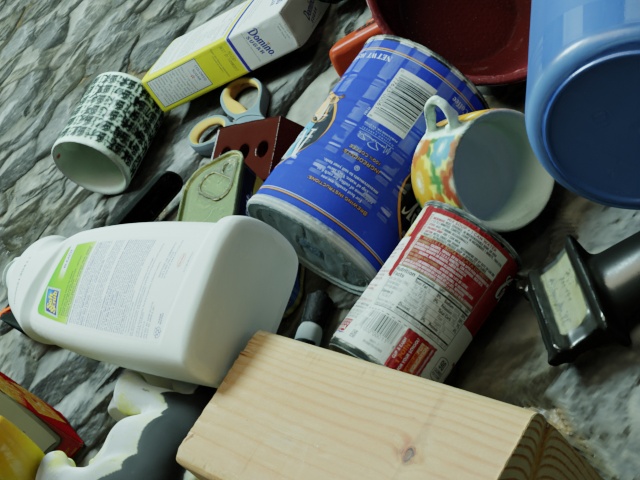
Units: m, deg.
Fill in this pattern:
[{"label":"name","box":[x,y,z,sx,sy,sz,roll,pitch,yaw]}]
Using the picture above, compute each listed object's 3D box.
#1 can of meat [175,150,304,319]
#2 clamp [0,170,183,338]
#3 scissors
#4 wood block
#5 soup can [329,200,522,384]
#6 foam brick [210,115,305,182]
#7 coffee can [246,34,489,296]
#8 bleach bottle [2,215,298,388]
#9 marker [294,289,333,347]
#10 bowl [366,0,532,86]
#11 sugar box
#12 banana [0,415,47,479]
[{"label":"can of meat","box":[-0.055,0.001,0.762,0.058,0.083,0.102,-26,39,28]},{"label":"clamp","box":[-0.205,0.042,0.924,0.210,0.036,0.164,-30,36,26]},{"label":"scissors","box":[-0.065,-0.085,0.923,0.096,0.016,0.202,-38,34,8]},{"label":"wood block","box":[0.030,0.121,0.540,0.206,0.090,0.090,10,61,52]},{"label":"soup can","box":[0.060,0.037,0.614,0.102,0.068,0.069,-54,34,-11]},{"label":"foam brick","box":[-0.042,-0.060,0.829,0.078,0.051,0.053,-5,68,46]},{"label":"coffee can","box":[0.033,-0.048,0.701,0.103,0.102,0.140,17,68,53]},{"label":"bleach bottle","box":[-0.131,0.029,0.697,0.251,0.068,0.102,6,70,45]},{"label":"marker","box":[-0.014,0.083,0.690,0.020,0.020,0.121,-14,44,38]},{"label":"bowl","box":[0.104,-0.175,0.750,0.162,0.162,0.055,-56,-2,-14]},{"label":"sugar box","box":[-0.080,-0.188,1.012,0.177,0.048,0.093,-16,31,33]},{"label":"banana","box":[-0.184,0.168,0.691,0.037,0.070,0.198,-43,-13,-23]}]
